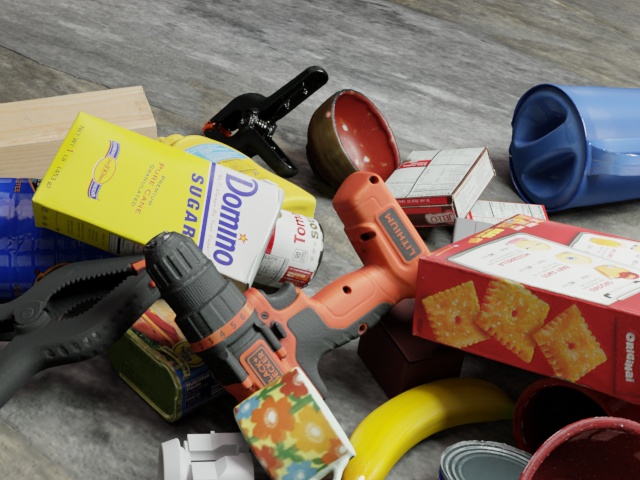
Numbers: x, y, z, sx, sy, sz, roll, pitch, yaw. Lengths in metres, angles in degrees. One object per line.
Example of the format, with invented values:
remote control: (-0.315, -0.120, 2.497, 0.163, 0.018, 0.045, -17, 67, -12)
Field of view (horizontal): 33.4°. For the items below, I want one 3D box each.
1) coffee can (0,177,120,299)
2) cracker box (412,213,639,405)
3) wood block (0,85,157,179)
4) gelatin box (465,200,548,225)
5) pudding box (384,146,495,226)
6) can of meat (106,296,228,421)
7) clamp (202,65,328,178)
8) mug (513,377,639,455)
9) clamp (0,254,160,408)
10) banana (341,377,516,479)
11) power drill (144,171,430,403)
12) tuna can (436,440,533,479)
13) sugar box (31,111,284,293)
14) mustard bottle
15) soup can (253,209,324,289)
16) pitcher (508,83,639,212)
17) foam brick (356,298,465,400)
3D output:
coffee can: (-0.215, -0.001, 0.888, 0.140, 0.103, 0.103, 1, 32, -11)
cracker box: (0.200, 0.048, 0.779, 0.214, 0.072, 0.163, 16, 21, 33)
wood block: (-0.257, -0.073, 0.985, 0.206, 0.091, 0.090, -10, 35, -14)
gelatin box: (0.183, -0.009, 1.056, 0.089, 0.030, 0.073, 5, 30, -3)
pudding box: (0.114, -0.053, 1.071, 0.090, 0.039, 0.113, 0, 31, 31)
can of meat: (-0.106, 0.084, 0.820, 0.083, 0.057, 0.102, -24, 43, -36)
clamp: (-0.059, -0.128, 1.114, 0.172, 0.120, 0.039, 15, -17, 49)
mug: (0.210, 0.136, 0.771, 0.117, 0.093, 0.081, 24, 30, 38)
clamp: (-0.210, 0.074, 0.780, 0.210, 0.036, 0.165, -22, 40, -4)
banana: (0.075, 0.136, 0.780, 0.197, 0.037, 0.070, -15, 22, -37)
power drill: (-0.016, 0.031, 0.785, 0.187, 0.184, 0.057, -40, 15, -22)
tuna can: (0.120, 0.173, 0.725, 0.086, 0.034, 0.086, 10, 20, -4)
sugar box: (-0.124, -0.026, 0.833, 0.176, 0.048, 0.093, 19, 60, 1)
mustard bottle: (-0.101, -0.056, 1.043, 0.096, 0.058, 0.192, -21, 42, -40)
soup can: (-0.056, 0.001, 0.925, 0.102, 0.069, 0.068, 16, 26, -28)
pitcher: (0.339, -0.101, 1.147, 0.242, 0.145, 0.149, -5, 60, -25)
foam brick: (0.071, 0.089, 0.853, 0.052, 0.051, 0.078, -7, 35, -24)
